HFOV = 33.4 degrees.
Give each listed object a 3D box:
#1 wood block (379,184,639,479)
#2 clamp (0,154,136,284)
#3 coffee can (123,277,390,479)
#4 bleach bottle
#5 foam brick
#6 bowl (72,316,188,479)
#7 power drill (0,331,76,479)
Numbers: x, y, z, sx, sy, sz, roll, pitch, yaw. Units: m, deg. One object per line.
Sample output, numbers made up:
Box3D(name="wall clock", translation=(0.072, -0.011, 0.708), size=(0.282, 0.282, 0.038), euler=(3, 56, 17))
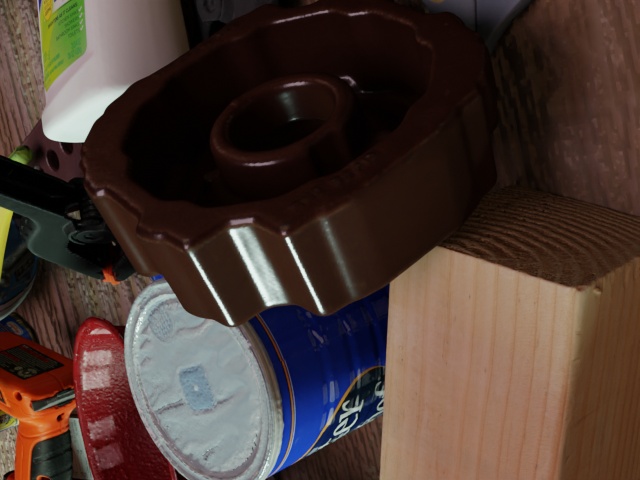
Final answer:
Box3D(name="wood block", translation=(0.088, 0.091, 0.476), size=(0.090, 0.090, 0.206), euler=(20, 117, 40))
Box3D(name="clamp", translation=(-0.128, -0.021, 0.640), size=(0.210, 0.164, 0.036), euler=(81, -176, -69))
Box3D(name="coffee can", translation=(-0.009, 0.049, 0.523), size=(0.103, 0.140, 0.103), euler=(18, 116, 40))
Box3D(name="bleach bottle", translation=(-0.130, -0.189, 0.601), size=(0.103, 0.067, 0.251), euler=(-19, 79, 54))
Box3D(name="foam brick", translation=(-0.154, -0.057, 0.696), size=(0.078, 0.051, 0.053), euler=(-37, 78, 46))
Box3D(name="bowl", translation=(-0.095, 0.118, 0.641), size=(0.162, 0.055, 0.162), euler=(33, 129, 51))
Box3D(name="power drill", translation=(-0.226, 0.166, 0.790), size=(0.185, 0.057, 0.188), euler=(15, 114, 37))
